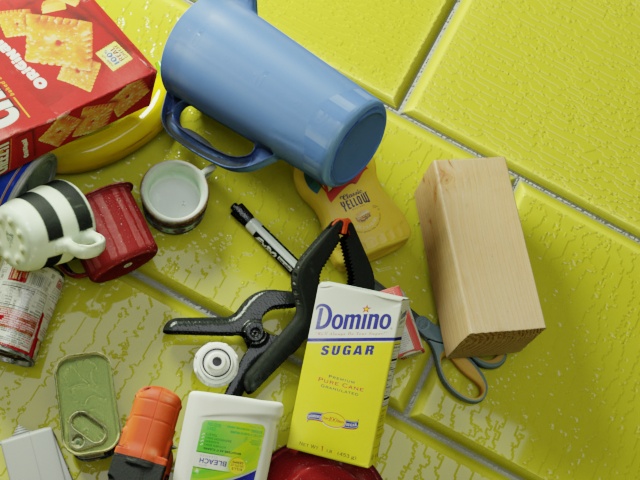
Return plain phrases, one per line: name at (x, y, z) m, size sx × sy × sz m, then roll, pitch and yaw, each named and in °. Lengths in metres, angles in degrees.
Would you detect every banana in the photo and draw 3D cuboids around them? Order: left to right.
banana at (-0.233, -0.126, 1.225) m, size 0.070 × 0.037 × 0.197 m, roll 39°, pitch 68°, yaw 25°

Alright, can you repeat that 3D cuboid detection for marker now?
marker at (-0.058, 0.002, 1.216) m, size 0.121 × 0.020 × 0.020 m, roll 45°, pitch 71°, yaw 7°

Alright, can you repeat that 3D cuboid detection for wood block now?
wood block at (0.175, 0.019, 1.199) m, size 0.090 × 0.090 × 0.206 m, roll -4°, pitch 67°, yaw -13°

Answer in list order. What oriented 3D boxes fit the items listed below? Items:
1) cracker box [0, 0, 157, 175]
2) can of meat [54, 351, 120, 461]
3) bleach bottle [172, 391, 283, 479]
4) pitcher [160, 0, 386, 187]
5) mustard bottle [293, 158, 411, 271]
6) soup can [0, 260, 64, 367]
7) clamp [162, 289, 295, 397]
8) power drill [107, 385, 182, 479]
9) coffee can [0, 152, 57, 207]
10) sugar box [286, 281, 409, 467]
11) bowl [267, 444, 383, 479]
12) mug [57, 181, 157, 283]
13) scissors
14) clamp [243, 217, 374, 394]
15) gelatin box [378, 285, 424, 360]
cracker box at (-0.307, -0.178, 1.127) m, size 0.213 × 0.072 × 0.164 m, roll -31°, pitch 72°, yaw -32°
can of meat at (-0.238, 0.174, 1.097) m, size 0.057 × 0.084 × 0.102 m, roll -8°, pitch 73°, yaw -12°
bleach bottle at (-0.105, 0.284, 1.084) m, size 0.102 × 0.068 × 0.251 m, roll 9°, pitch 81°, yaw -9°
pitcher at (-0.056, -0.153, 1.178) m, size 0.243 × 0.149 × 0.144 m, roll 35°, pitch 45°, yaw 23°
mustard bottle at (0.023, -0.067, 1.231) m, size 0.096 × 0.058 × 0.192 m, roll -23°, pitch 77°, yaw -10°
soup can at (-0.318, 0.074, 1.126) m, size 0.068 × 0.068 × 0.102 m, roll 17°, pitch 70°, yaw -3°
clamp at (-0.074, 0.115, 1.168) m, size 0.171 × 0.039 × 0.120 m, roll -21°, pitch 88°, yaw -12°
power drill at (-0.180, 0.244, 1.029) m, size 0.057 × 0.188 × 0.184 m, roll 19°, pitch 69°, yaw -4°
coffee can at (-0.371, -0.081, 1.150) m, size 0.140 × 0.103 × 0.102 m, roll 28°, pitch 70°, yaw 1°
sugar box at (0.029, 0.136, 1.103) m, size 0.093 × 0.048 × 0.176 m, roll 11°, pitch 93°, yaw 16°
bowl at (0.001, 0.284, 1.114) m, size 0.162 × 0.055 × 0.162 m, roll 3°, pitch 71°, yaw -9°
mug at (-0.238, -0.001, 1.159) m, size 0.117 × 0.093 × 0.081 m, roll -29°, pitch 82°, yaw 11°
scissors at (0.135, 0.092, 1.219) m, size 0.096 × 0.016 × 0.202 m, roll -31°, pitch 79°, yaw -19°
clamp at (0.018, 0.082, 1.160) m, size 0.164 × 0.036 × 0.210 m, roll 17°, pitch 85°, yaw -18°
gelatin box at (0.087, 0.091, 1.160) m, size 0.030 × 0.089 × 0.073 m, roll -20°, pitch 80°, yaw 5°
